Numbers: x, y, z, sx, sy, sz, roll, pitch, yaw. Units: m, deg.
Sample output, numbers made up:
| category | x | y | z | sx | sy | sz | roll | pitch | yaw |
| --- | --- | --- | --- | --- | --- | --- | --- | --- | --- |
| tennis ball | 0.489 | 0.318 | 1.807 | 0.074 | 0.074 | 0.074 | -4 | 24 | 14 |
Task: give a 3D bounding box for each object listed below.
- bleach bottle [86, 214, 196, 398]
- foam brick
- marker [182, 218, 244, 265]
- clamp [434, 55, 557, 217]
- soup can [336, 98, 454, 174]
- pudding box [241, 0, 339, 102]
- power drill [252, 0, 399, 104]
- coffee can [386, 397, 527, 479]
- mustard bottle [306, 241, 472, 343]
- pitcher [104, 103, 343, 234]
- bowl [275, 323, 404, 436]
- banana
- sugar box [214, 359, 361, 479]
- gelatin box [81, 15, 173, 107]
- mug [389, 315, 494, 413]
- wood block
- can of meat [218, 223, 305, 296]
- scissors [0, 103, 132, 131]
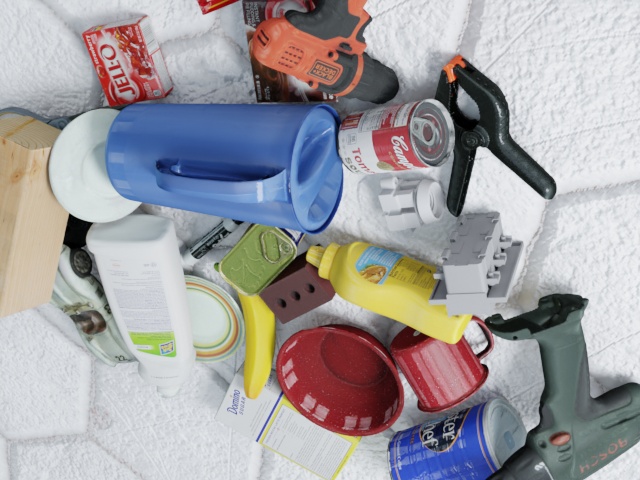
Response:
| category | x | y | z | sx | sy | sz | roll | pitch | yaw |
| --- | --- | --- | --- | --- | --- | --- | --- | --- | --- |
| bleach bottle | -0.208 | 0.089 | 1.288 | 0.102 | 0.068 | 0.251 | 2 | 125 | 9 |
| foam brick | -0.023 | 0.051 | 1.235 | 0.078 | 0.051 | 0.053 | -30 | 107 | 31 |
| marker | -0.119 | -0.008 | 1.254 | 0.020 | 0.020 | 0.121 | 46 | 124 | -10 |
| clamp | 0.154 | -0.100 | 1.088 | 0.120 | 0.039 | 0.171 | -22 | 102 | 31 |
| soup can | 0.075 | -0.103 | 1.079 | 0.102 | 0.068 | 0.068 | -3 | 121 | 45 |
| pudding box | -0.026 | -0.199 | 1.092 | 0.090 | 0.039 | 0.113 | 2 | 121 | 18 |
| power drill | 0.048 | -0.219 | 1.008 | 0.188 | 0.184 | 0.057 | -54 | 50 | 22 |
| coffee can | 0.164 | 0.255 | 1.259 | 0.141 | 0.102 | 0.103 | -25 | 109 | 31 |
| mustard bottle | 0.074 | 0.046 | 1.167 | 0.192 | 0.096 | 0.058 | 21 | 122 | 14 |
| pitcher | -0.107 | -0.082 | 1.120 | 0.243 | 0.145 | 0.149 | 7 | 157 | 25 |
| bowl | 0.030 | 0.155 | 1.272 | 0.162 | 0.055 | 0.162 | 12 | 125 | 18 |
| banana | -0.084 | 0.095 | 1.275 | 0.037 | 0.069 | 0.198 | 21 | 132 | 47 |
| sugar box | -0.038 | 0.228 | 1.352 | 0.176 | 0.048 | 0.093 | 31 | 125 | 5 |
| gelatin box | -0.210 | -0.194 | 1.167 | 0.073 | 0.030 | 0.089 | -5 | 118 | 23 |
| mug | 0.141 | 0.129 | 1.208 | 0.117 | 0.093 | 0.081 | -31 | 103 | 0 |
| wood block | -0.352 | -0.028 | 1.224 | 0.090 | 0.090 | 0.206 | 24 | 111 | 22 |
| can of meat | -0.058 | 0.001 | 1.198 | 0.057 | 0.083 | 0.102 | 40 | 125 | -6 |
| scissors | -0.302 | -0.118 | 1.254 | 0.202 | 0.016 | 0.096 | 3 | 118 | 19 |
